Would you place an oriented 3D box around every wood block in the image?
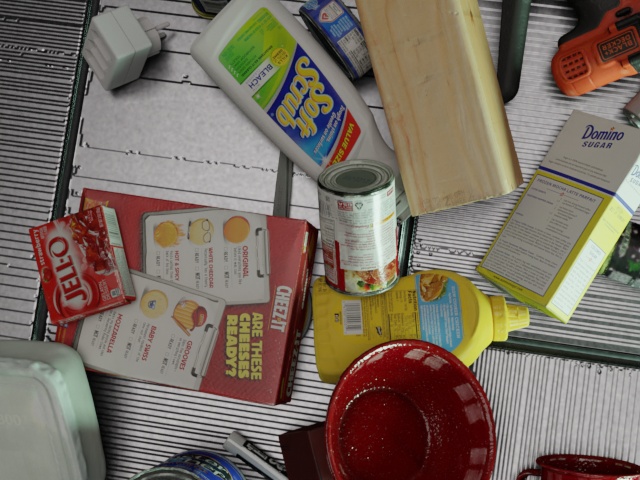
[{"bbox_3d":[0.105,-0.135,0.938,0.090,0.090,0.206,-14,94,21],"label":"wood block"}]

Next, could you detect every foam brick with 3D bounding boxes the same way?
[{"bbox_3d":[0.004,0.187,0.939,0.051,0.078,0.053,-12,83,-24],"label":"foam brick"}]

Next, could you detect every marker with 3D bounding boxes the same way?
[{"bbox_3d":[-0.036,0.217,0.977,0.121,0.020,0.020,35,88,7],"label":"marker"}]

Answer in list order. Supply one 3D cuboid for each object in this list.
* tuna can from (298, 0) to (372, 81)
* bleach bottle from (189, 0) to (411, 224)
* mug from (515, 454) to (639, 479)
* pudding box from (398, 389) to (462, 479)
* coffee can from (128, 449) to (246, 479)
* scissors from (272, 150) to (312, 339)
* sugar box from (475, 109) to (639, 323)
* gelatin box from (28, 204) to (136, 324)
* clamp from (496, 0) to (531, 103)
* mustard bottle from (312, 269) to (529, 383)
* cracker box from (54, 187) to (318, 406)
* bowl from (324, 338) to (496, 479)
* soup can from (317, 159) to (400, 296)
[{"bbox_3d":[0.018,-0.189,0.980,0.034,0.086,0.086,-38,83,1],"label":"tuna can"},{"bbox_3d":[0.000,-0.118,0.983,0.251,0.068,0.102,44,93,2],"label":"bleach bottle"},{"bbox_3d":[0.221,0.233,0.926,0.117,0.093,0.081,3,89,36],"label":"mug"},{"bbox_3d":[0.088,0.181,0.961,0.090,0.039,0.113,-2,82,5],"label":"pudding box"},{"bbox_3d":[-0.119,0.239,0.920,0.103,0.140,0.103,0,84,4],"label":"coffee can"},{"bbox_3d":[-0.057,0.001,1.002,0.096,0.016,0.202,-12,78,8],"label":"scissors"},{"bbox_3d":[0.222,-0.024,0.946,0.093,0.048,0.176,30,85,49],"label":"sugar box"},{"bbox_3d":[-0.208,0.022,0.930,0.073,0.030,0.089,-18,79,12],"label":"gelatin box"},{"bbox_3d":[0.174,-0.239,0.958,0.210,0.036,0.164,-44,80,25],"label":"clamp"},{"bbox_3d":[0.090,0.074,0.959,0.191,0.058,0.096,-4,63,4],"label":"mustard bottle"},{"bbox_3d":[-0.121,0.050,0.962,0.214,0.072,0.164,8,86,13],"label":"cracker box"},{"bbox_3d":[0.066,0.166,0.897,0.161,0.055,0.162,6,76,-24],"label":"bowl"},{"bbox_3d":[0.034,-0.012,0.935,0.068,0.068,0.102,-3,119,4],"label":"soup can"}]
